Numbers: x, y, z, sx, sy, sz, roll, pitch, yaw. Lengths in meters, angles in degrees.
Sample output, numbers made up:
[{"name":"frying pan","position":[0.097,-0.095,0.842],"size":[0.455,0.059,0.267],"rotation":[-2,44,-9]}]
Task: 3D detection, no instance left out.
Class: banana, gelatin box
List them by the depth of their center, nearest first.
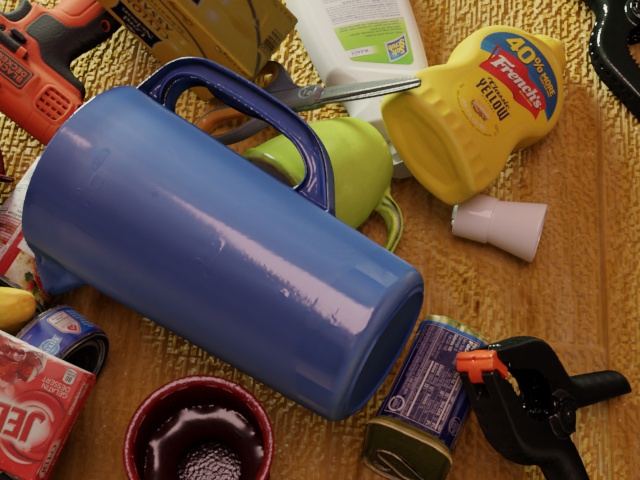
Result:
[{"name":"gelatin box","position":[-0.192,0.098,0.650],"size":[0.089,0.030,0.073],"rotation":[23,80,11]},{"name":"banana","position":[-0.270,0.045,0.736],"size":[0.198,0.069,0.037],"rotation":[7,72,19]}]

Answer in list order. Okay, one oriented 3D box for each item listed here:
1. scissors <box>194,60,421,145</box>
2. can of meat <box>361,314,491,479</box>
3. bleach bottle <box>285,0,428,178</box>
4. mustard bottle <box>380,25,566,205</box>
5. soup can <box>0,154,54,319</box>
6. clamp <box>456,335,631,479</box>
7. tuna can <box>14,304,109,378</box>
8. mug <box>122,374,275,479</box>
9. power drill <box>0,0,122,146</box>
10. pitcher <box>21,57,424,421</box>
[{"name":"scissors","position":[-0.008,-0.117,0.800],"size":[0.202,0.016,0.096],"rotation":[-14,41,29]},{"name":"can of meat","position":[0.071,0.108,0.693],"size":[0.057,0.102,0.084],"rotation":[23,64,12]},{"name":"bleach bottle","position":[0.026,-0.162,0.851],"size":[0.102,0.068,0.251],"rotation":[-12,66,-7]},{"name":"mustard bottle","position":[0.132,-0.110,0.807],"size":[0.191,0.058,0.096],"rotation":[-38,92,-38]},{"name":"soup can","position":[-0.202,-0.004,0.768],"size":[0.068,0.068,0.102],"rotation":[23,65,11]},{"name":"clamp","position":[0.144,0.121,0.673],"size":[0.171,0.039,0.120],"rotation":[26,58,-38]},{"name":"tuna can","position":[-0.181,0.087,0.713],"size":[0.034,0.086,0.086],"rotation":[34,68,14]},{"name":"mug","position":[-0.073,0.154,0.680],"size":[0.093,0.081,0.117],"rotation":[-6,63,-3]},{"name":"power drill","position":[-0.225,-0.190,0.842],"size":[0.184,0.057,0.187],"rotation":[40,68,-9]},{"name":"pitcher","position":[-0.054,0.001,0.684],"size":[0.243,0.149,0.144],"rotation":[30,43,17]}]
